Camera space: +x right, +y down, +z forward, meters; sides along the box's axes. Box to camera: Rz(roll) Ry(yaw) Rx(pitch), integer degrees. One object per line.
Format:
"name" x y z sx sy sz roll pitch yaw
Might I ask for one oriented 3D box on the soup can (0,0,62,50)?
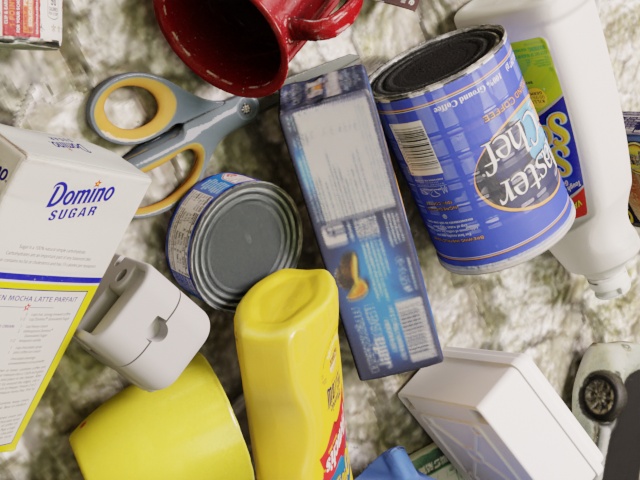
"soup can" -0.171 -0.154 0.565 0.068 0.069 0.102 -3 99 -32

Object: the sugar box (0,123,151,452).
"sugar box" -0.165 0.029 0.548 0.093 0.048 0.176 9 111 -60

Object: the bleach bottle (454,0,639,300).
"bleach bottle" 0.185 -0.067 0.784 0.068 0.103 0.251 -40 116 -33

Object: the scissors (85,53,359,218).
"scissors" -0.065 -0.095 0.672 0.201 0.016 0.096 -43 117 -20

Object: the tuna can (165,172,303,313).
"tuna can" -0.054 0.001 0.672 0.085 0.034 0.086 -15 115 -37

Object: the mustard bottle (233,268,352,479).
"mustard bottle" -0.012 0.121 0.669 0.096 0.058 0.192 -61 148 -64

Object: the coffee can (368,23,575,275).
"coffee can" 0.103 -0.062 0.732 0.102 0.103 0.140 -37 114 -23

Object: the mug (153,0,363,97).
"mug" -0.029 -0.143 0.628 0.081 0.117 0.093 -54 142 -31
